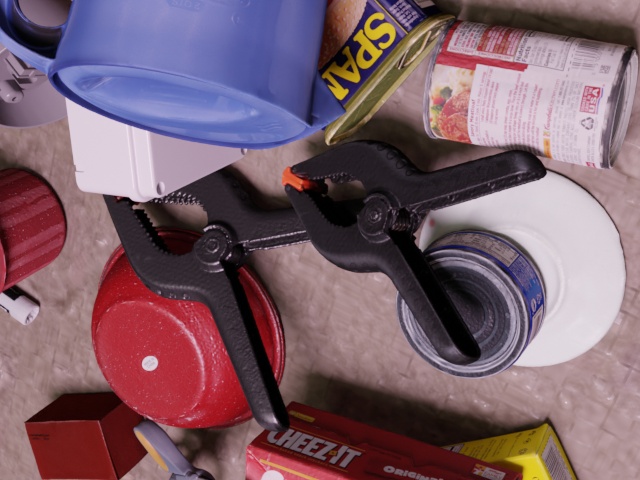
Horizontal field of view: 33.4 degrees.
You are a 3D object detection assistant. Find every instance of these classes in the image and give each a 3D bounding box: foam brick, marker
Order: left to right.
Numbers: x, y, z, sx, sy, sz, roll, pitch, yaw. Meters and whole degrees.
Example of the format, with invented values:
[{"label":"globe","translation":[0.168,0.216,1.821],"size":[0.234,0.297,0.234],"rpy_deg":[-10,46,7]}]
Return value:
[{"label":"marker","translation":[-0.277,0.027,0.854],"size":[0.121,0.020,0.020],"rpy_deg":[33,120,12]},{"label":"foam brick","translation":[-0.181,0.153,0.835],"size":[0.078,0.051,0.053],"rpy_deg":[-5,106,28]}]

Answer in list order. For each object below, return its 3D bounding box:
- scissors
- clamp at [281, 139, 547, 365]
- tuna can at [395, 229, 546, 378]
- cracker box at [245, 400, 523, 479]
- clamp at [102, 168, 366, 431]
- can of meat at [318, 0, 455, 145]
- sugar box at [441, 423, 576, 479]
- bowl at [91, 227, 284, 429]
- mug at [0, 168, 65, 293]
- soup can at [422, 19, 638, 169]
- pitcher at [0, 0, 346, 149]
[{"label":"scissors","translation":[-0.096,0.156,0.751],"size":[0.096,0.016,0.202],"rpy_deg":[51,157,8]},{"label":"clamp","translation":[0.043,-0.002,0.616],"size":[0.172,0.039,0.120],"rpy_deg":[14,87,43]},{"label":"tuna can","translation":[0.089,0.039,0.640],"size":[0.086,0.033,0.086],"rpy_deg":[11,114,25]},{"label":"cracker box","translation":[0.032,0.231,0.694],"size":[0.164,0.072,0.214],"rpy_deg":[13,116,24]},{"label":"clamp","translation":[-0.055,0.001,0.703],"size":[0.210,0.036,0.164],"rpy_deg":[36,89,24]},{"label":"can of meat","translation":[0.014,-0.122,0.629],"size":[0.084,0.057,0.102],"rpy_deg":[47,122,7]},{"label":"sugar box","translation":[0.088,0.187,0.716],"size":[0.176,0.048,0.093],"rpy_deg":[-20,99,30]},{"label":"bowl","translation":[-0.109,0.075,0.767],"size":[0.162,0.055,0.162],"rpy_deg":[10,114,23]},{"label":"mug","translation":[-0.253,-0.012,0.790],"size":[0.117,0.081,0.093],"rpy_deg":[38,121,9]},{"label":"soup can","translation":[0.116,-0.081,0.586],"size":[0.102,0.068,0.068],"rpy_deg":[13,114,21]},{"label":"pitcher","translation":[-0.059,-0.178,0.547],"size":[0.145,0.149,0.243],"rpy_deg":[5,80,32]}]
